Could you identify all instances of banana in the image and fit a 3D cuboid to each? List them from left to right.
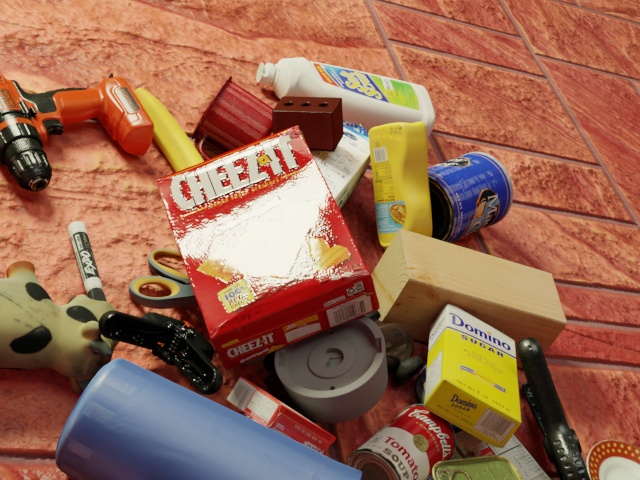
[{"bbox_3d":[-0.168,-0.108,1.268,0.037,0.069,0.198,-32,52,-5],"label":"banana"}]

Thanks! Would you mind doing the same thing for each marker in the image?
[{"bbox_3d":[-0.238,0.029,1.096,0.020,0.020,0.121,2,45,-32],"label":"marker"}]

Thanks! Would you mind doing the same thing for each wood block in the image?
[{"bbox_3d":[0.172,0.071,1.259,0.205,0.090,0.091,16,39,-17],"label":"wood block"}]

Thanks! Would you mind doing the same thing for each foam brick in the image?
[{"bbox_3d":[-0.015,-0.142,1.295,0.078,0.051,0.053,3,30,15],"label":"foam brick"}]

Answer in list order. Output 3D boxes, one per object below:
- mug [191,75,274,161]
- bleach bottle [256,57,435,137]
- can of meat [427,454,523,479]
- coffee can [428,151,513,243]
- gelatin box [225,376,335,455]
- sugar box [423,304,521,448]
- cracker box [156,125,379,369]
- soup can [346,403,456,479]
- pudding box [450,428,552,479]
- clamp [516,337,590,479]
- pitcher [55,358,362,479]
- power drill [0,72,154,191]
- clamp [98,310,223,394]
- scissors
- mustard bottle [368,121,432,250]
[{"bbox_3d":[-0.108,-0.135,1.324,0.081,0.093,0.117,32,59,-4],"label":"mug"},{"bbox_3d":[0.033,-0.203,1.510,0.250,0.068,0.102,11,40,-19],"label":"bleach bottle"},{"bbox_3d":[0.135,0.256,1.025,0.101,0.084,0.057,1,46,-33],"label":"can of meat"},{"bbox_3d":[0.171,-0.052,1.390,0.140,0.103,0.103,-21,60,-46],"label":"coffee can"},{"bbox_3d":[-0.038,0.168,1.001,0.073,0.030,0.089,38,-9,-31],"label":"gelatin box"},{"bbox_3d":[0.161,0.138,1.126,0.093,0.048,0.176,30,25,-5],"label":"sugar box"},{"bbox_3d":[-0.057,0.001,1.066,0.164,0.072,0.214,-21,54,-4],"label":"cracker box"},{"bbox_3d":[0.079,0.213,1.052,0.068,0.069,0.102,43,39,17],"label":"soup can"},{"bbox_3d":[0.184,0.242,1.112,0.089,0.039,0.113,-12,56,-44],"label":"pudding box"},{"bbox_3d":[0.258,0.218,1.152,0.036,0.164,0.210,-20,70,5],"label":"clamp"},{"bbox_3d":[-0.099,0.205,0.896,0.243,0.149,0.145,28,74,3],"label":"pitcher"},{"bbox_3d":[-0.288,-0.129,1.215,0.187,0.057,0.184,-7,50,-38],"label":"power drill"},{"bbox_3d":[-0.131,0.102,0.995,0.120,0.039,0.171,36,4,8],"label":"clamp"},{"bbox_3d":[-0.113,0.064,1.096,0.202,0.016,0.096,28,43,29],"label":"scissors"},{"bbox_3d":[0.100,-0.046,1.304,0.058,0.096,0.191,-5,91,-25],"label":"mustard bottle"}]
